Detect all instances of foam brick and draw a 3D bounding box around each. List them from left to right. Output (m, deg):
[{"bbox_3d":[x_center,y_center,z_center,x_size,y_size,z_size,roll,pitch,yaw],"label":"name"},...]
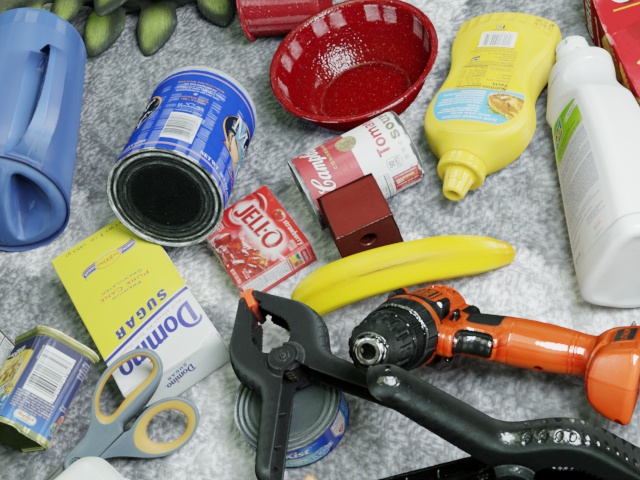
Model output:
[{"bbox_3d":[0.037,-0.006,0.878,0.053,0.078,0.051,-25,50,3],"label":"foam brick"}]

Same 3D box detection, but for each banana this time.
[{"bbox_3d":[0.057,0.026,0.849,0.198,0.069,0.037,-17,73,6],"label":"banana"}]

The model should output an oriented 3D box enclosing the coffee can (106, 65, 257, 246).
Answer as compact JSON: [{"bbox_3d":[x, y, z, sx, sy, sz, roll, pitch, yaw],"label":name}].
[{"bbox_3d":[-0.120,-0.077,0.951,0.103,0.103,0.140,-6,37,16],"label":"coffee can"}]

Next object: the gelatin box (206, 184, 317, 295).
[{"bbox_3d":[-0.056,0.001,0.937,0.073,0.030,0.089,-32,50,-6],"label":"gelatin box"}]

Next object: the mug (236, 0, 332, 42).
[{"bbox_3d":[-0.034,-0.263,1.086,0.081,0.093,0.117,-1,83,13],"label":"mug"}]

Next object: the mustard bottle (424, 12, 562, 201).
[{"bbox_3d":[0.143,-0.114,0.934,0.096,0.058,0.191,8,57,26],"label":"mustard bottle"}]

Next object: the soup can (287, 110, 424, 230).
[{"bbox_3d":[0.031,-0.061,0.929,0.102,0.068,0.068,-27,50,-2],"label":"soup can"}]

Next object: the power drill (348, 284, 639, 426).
[{"bbox_3d":[0.126,0.075,0.738,0.188,0.184,0.057,13,101,20],"label":"power drill"}]

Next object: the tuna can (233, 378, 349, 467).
[{"bbox_3d":[-0.022,0.131,0.823,0.086,0.033,0.086,-10,51,13],"label":"tuna can"}]

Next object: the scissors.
[{"bbox_3d":[-0.172,0.179,0.845,0.096,0.016,0.202,31,95,-7],"label":"scissors"}]

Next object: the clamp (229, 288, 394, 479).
[{"bbox_3d":[-0.027,0.104,0.797,0.120,0.039,0.172,-34,44,-13],"label":"clamp"}]

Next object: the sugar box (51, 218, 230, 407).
[{"bbox_3d":[-0.157,0.058,0.920,0.093,0.048,0.176,-34,49,-7],"label":"sugar box"}]

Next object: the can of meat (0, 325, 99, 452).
[{"bbox_3d":[-0.235,0.123,0.870,0.102,0.057,0.084,-22,38,57],"label":"can of meat"}]

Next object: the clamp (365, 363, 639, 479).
[{"bbox_3d":[0.121,0.139,0.700,0.210,0.164,0.036,2,48,10],"label":"clamp"}]

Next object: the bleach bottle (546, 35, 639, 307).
[{"bbox_3d":[0.225,-0.075,0.847,0.068,0.103,0.251,7,51,-11],"label":"bleach bottle"}]

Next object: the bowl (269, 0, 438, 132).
[{"bbox_3d":[0.036,-0.155,1.006,0.162,0.055,0.162,-10,51,13],"label":"bowl"}]

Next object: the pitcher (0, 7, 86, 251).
[{"bbox_3d":[-0.294,-0.124,1.052,0.149,0.145,0.243,-9,49,8],"label":"pitcher"}]
